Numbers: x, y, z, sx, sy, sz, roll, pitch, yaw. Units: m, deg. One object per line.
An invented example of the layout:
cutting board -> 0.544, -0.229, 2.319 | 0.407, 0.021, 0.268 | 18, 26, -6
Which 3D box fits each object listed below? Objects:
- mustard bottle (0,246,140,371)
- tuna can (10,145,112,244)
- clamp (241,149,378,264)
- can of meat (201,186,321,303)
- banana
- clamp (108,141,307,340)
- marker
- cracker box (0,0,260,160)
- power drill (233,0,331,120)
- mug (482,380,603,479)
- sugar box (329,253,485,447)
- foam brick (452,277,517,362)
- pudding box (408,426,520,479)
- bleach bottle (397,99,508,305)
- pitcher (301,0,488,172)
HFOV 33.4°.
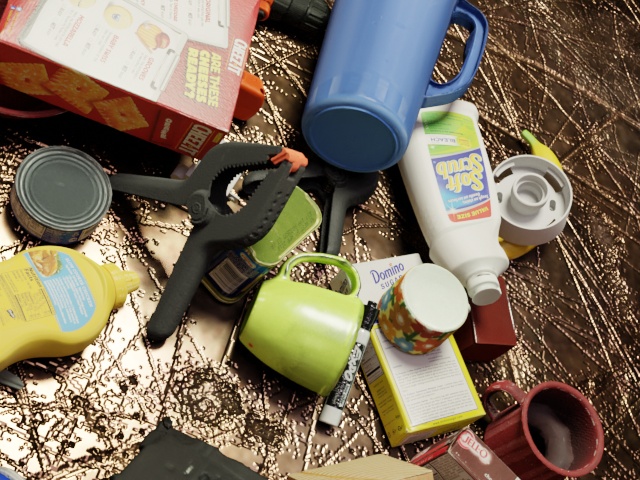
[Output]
mustard bottle -> -0.233, 0.053, 0.882 | 0.191, 0.058, 0.096 | -15, 64, -41
tuna can -> -0.233, -0.040, 0.957 | 0.086, 0.034, 0.086 | 12, 59, -21
clamp -> 0.013, -0.049, 1.089 | 0.171, 0.039, 0.120 | -32, 83, -37
can of meat -> -0.057, 0.001, 0.991 | 0.057, 0.084, 0.101 | 49, 49, -3
banana -> 0.239, -0.041, 1.209 | 0.069, 0.037, 0.197 | 17, 52, 7
clamp -> -0.098, -0.015, 0.927 | 0.036, 0.210, 0.164 | 9, 63, -57
marker -> 0.028, 0.113, 0.991 | 0.020, 0.020, 0.121 | 24, 79, -15
cracker box -> -0.176, -0.186, 0.973 | 0.213, 0.072, 0.164 | 21, 59, -18
power drill -> -0.081, -0.220, 1.126 | 0.184, 0.057, 0.187 | 22, 54, -16
mug -> 0.203, 0.185, 1.033 | 0.117, 0.082, 0.093 | 45, 53, 1
sugar box -> 0.082, 0.104, 1.038 | 0.093, 0.048, 0.176 | -8, 64, -31
foam brick -> 0.159, 0.079, 1.088 | 0.052, 0.051, 0.078 | 7, 61, -25
pudding box -> 0.140, 0.230, 0.970 | 0.113, 0.090, 0.039 | 47, 54, 2
bleach bottle -> 0.144, -0.040, 1.101 | 0.102, 0.068, 0.251 | 4, 48, -21
pitcher -> 0.070, -0.188, 1.105 | 0.145, 0.149, 0.242 | 47, 44, -35
